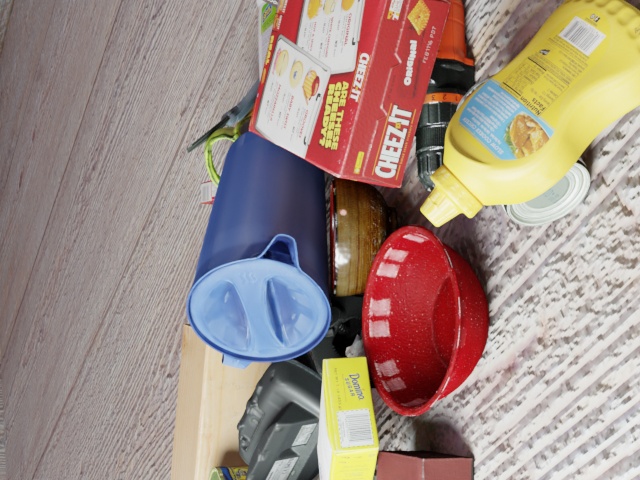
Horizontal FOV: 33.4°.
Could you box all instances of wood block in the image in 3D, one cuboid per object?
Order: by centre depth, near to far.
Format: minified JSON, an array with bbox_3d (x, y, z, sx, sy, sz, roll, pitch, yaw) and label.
[{"bbox_3d":[-0.121,0.211,1.304,0.091,0.090,0.206,-173,88,-65],"label":"wood block"}]

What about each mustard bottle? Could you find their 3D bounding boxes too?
[{"bbox_3d":[0.143,-0.081,0.726,0.192,0.058,0.096,-44,45,7],"label":"mustard bottle"}]

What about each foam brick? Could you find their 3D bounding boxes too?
[{"bbox_3d":[0.088,0.207,0.909,0.078,0.052,0.051,-12,76,63],"label":"foam brick"}]

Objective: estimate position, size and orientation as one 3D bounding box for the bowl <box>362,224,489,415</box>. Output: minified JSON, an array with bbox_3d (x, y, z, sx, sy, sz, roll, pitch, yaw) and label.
[{"bbox_3d":[0.096,0.068,0.910,0.162,0.055,0.162,-176,90,-65],"label":"bowl"}]

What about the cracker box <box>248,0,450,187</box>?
[{"bbox_3d":[0.019,-0.152,0.961,0.214,0.072,0.164,33,111,60],"label":"cracker box"}]

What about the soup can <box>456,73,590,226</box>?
[{"bbox_3d":[0.151,-0.069,0.801,0.069,0.068,0.102,-64,34,39],"label":"soup can"}]

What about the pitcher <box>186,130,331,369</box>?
[{"bbox_3d":[-0.057,0.001,1.071,0.149,0.145,0.242,-21,36,19],"label":"pitcher"}]

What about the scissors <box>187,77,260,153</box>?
[{"bbox_3d":[-0.093,-0.161,1.258,0.096,0.016,0.201,-51,-2,24],"label":"scissors"}]

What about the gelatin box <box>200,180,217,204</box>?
[{"bbox_3d":[-0.099,-0.058,1.319,0.089,0.073,0.030,-4,83,64],"label":"gelatin box"}]

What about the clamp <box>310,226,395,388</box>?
[{"bbox_3d":[0.009,0.090,1.052,0.164,0.036,0.210,-47,40,5],"label":"clamp"}]

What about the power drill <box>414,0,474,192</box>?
[{"bbox_3d":[0.074,-0.116,0.986,0.188,0.057,0.184,-21,63,59],"label":"power drill"}]

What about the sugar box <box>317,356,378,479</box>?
[{"bbox_3d":[0.023,0.191,0.987,0.176,0.048,0.093,89,176,-54],"label":"sugar box"}]
